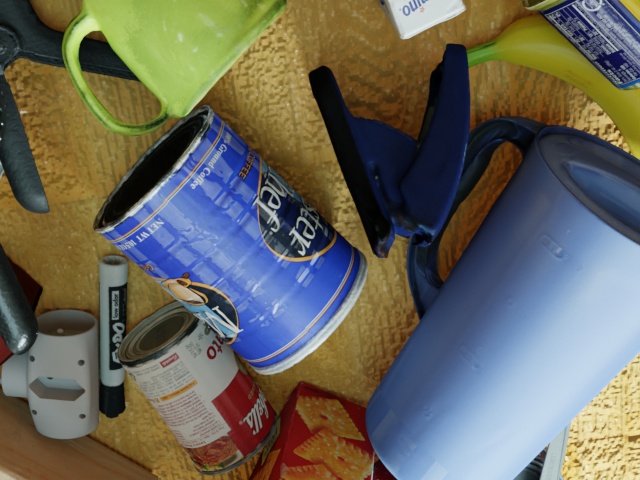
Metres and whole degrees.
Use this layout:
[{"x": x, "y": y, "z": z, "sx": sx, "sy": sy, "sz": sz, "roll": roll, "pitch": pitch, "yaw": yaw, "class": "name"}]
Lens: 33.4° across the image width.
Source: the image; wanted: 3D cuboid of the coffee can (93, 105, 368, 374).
[{"x": -0.054, "y": 0.001, "z": 0.664, "sx": 0.103, "sy": 0.103, "sz": 0.140, "roll": -42, "pitch": 110, "yaw": 13, "class": "coffee can"}]

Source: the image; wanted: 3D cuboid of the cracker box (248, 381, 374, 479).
[{"x": -0.028, "y": 0.216, "z": 0.697, "sx": 0.072, "sy": 0.213, "sz": 0.164, "roll": 23, "pitch": 111, "yaw": -2, "class": "cracker box"}]

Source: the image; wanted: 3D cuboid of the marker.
[{"x": -0.142, "y": 0.068, "z": 0.731, "sx": 0.020, "sy": 0.020, "sz": 0.121, "roll": 3, "pitch": 113, "yaw": -6, "class": "marker"}]

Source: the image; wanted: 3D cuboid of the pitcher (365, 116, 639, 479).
[{"x": 0.123, "y": 0.050, "z": 0.683, "sx": 0.145, "sy": 0.149, "sz": 0.243, "roll": 23, "pitch": 121, "yaw": -16, "class": "pitcher"}]

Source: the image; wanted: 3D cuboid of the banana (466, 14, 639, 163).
[{"x": 0.185, "y": -0.087, "z": 0.686, "sx": 0.197, "sy": 0.037, "sz": 0.070, "roll": 35, "pitch": 127, "yaw": -16, "class": "banana"}]

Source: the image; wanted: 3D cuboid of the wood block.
[{"x": -0.224, "y": 0.167, "z": 0.729, "sx": 0.206, "sy": 0.090, "sz": 0.091, "roll": 34, "pitch": 106, "yaw": -16, "class": "wood block"}]

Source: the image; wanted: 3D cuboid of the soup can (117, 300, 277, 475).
[{"x": -0.083, "y": 0.099, "z": 0.723, "sx": 0.068, "sy": 0.068, "sz": 0.102, "roll": -28, "pitch": 112, "yaw": 7, "class": "soup can"}]

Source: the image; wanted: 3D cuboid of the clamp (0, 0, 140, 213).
[{"x": -0.192, "y": -0.100, "z": 0.629, "sx": 0.171, "sy": 0.039, "sz": 0.120, "roll": 32, "pitch": 72, "yaw": -13, "class": "clamp"}]
